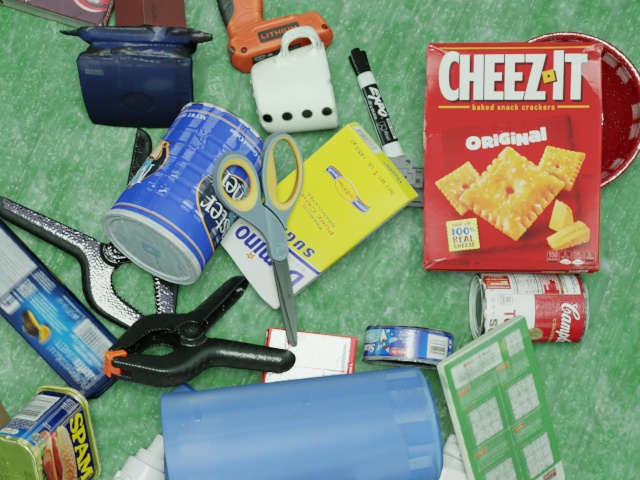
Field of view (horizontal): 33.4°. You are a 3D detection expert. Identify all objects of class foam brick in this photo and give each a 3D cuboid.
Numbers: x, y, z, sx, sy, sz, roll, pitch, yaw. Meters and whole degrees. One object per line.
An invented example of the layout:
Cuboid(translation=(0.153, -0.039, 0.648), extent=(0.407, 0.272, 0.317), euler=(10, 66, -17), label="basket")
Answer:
Cuboid(translation=(-0.170, -0.244, 1.052), extent=(0.052, 0.051, 0.078), euler=(-4, 91, -43), label="foam brick")

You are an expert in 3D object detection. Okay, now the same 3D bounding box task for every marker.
Cuboid(translation=(0.055, -0.139, 1.081), extent=(0.020, 0.020, 0.121), euler=(-19, 83, -6), label="marker")

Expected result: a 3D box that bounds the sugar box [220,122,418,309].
Cuboid(translation=(-0.005, -0.022, 1.010), extent=(0.176, 0.048, 0.093), euler=(-40, 85, 18), label="sugar box")

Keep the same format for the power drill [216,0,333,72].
Cuboid(translation=(-0.051, -0.276, 1.079), extent=(0.184, 0.057, 0.188), euler=(-19, 80, -2), label="power drill")

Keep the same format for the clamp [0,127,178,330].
Cuboid(translation=(-0.192, 0.002, 1.037), extent=(0.164, 0.036, 0.210), euler=(-35, 88, -14), label="clamp")

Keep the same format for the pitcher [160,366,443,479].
Cuboid(translation=(-0.017, 0.192, 0.947), extent=(0.242, 0.145, 0.149), euler=(-9, 93, -4), label="pitcher")

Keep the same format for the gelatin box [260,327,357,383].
Cuboid(translation=(-0.012, 0.125, 1.032), extent=(0.089, 0.030, 0.073), euler=(6, 82, -2), label="gelatin box")

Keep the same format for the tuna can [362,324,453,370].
Cuboid(translation=(0.083, 0.102, 1.013), extent=(0.086, 0.086, 0.034), euler=(6, 79, -3), label="tuna can")

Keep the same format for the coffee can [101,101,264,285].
Cuboid(translation=(-0.123, -0.044, 0.997), extent=(0.103, 0.103, 0.140), euler=(31, 64, 1), label="coffee can")

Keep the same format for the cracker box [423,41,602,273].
Cuboid(translation=(0.179, -0.077, 1.005), extent=(0.164, 0.072, 0.214), euler=(1, 90, 7), label="cracker box")

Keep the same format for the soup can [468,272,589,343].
Cuboid(translation=(0.200, 0.065, 1.033), extent=(0.102, 0.068, 0.068), euler=(0, 81, -3), label="soup can")

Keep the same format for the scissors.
Cuboid(translation=(-0.056, 0.001, 0.973), extent=(0.096, 0.016, 0.202), euler=(0, 100, -26), label="scissors")

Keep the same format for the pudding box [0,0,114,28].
Cuboid(translation=(-0.258, -0.266, 1.073), extent=(0.113, 0.039, 0.090), euler=(15, 81, -1), label="pudding box")

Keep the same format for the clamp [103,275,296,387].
Cuboid(translation=(-0.110, 0.098, 0.980), extent=(0.171, 0.039, 0.120), euler=(-23, 46, -29), label="clamp")

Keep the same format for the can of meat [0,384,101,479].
Cuboid(translation=(-0.248, 0.195, 0.958), extent=(0.057, 0.083, 0.102), euler=(5, 116, 21), label="can of meat")
